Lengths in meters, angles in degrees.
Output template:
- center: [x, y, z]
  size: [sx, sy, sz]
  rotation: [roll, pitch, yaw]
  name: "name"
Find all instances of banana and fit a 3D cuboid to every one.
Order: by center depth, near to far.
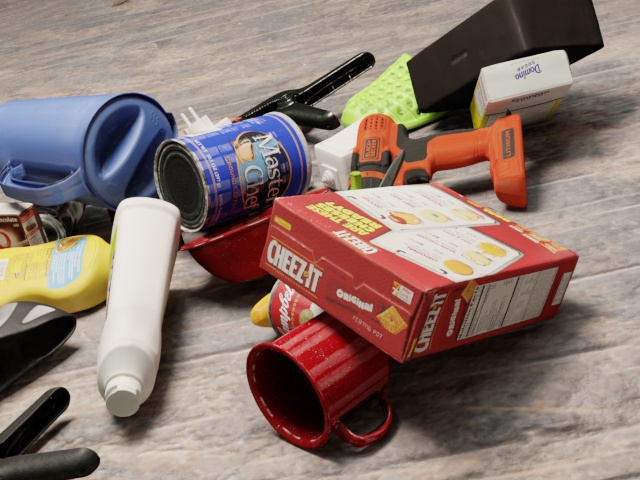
- center: [-0.004, 0.022, 1.025]
  size: [0.037, 0.069, 0.197]
  rotation: [1, 46, 41]
  name: "banana"

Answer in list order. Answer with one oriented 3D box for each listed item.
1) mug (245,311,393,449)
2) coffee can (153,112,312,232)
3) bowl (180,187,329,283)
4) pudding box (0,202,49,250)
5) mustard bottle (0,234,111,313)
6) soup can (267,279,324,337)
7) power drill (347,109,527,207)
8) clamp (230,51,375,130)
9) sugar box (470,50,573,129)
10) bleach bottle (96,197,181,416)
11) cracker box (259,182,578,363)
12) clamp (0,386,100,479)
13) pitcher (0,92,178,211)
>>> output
- center: [0.009, 0.112, 0.842]
  size: [0.081, 0.093, 0.117]
  rotation: [-30, 61, -36]
  name: "mug"
- center: [-0.095, -0.076, 1.162]
  size: [0.140, 0.103, 0.103]
  rotation: [-20, 25, -36]
  name: "coffee can"
- center: [-0.057, 0.001, 1.075]
  size: [0.162, 0.055, 0.162]
  rotation: [-22, 6, 2]
  name: "bowl"
- center: [-0.365, 0.003, 1.222]
  size: [0.114, 0.090, 0.039]
  rotation: [-1, 29, 24]
  name: "pudding box"
- center: [-0.278, 0.038, 1.142]
  size: [0.192, 0.058, 0.096]
  rotation: [-11, 39, 7]
  name: "mustard bottle"
- center: [0.012, 0.066, 0.936]
  size: [0.068, 0.068, 0.102]
  rotation: [-34, 33, -33]
  name: "soup can"
- center: [0.121, -0.068, 1.121]
  size: [0.188, 0.057, 0.184]
  rotation: [-3, 50, 12]
  name: "power drill"
- center: [-0.034, -0.169, 1.396]
  size: [0.210, 0.036, 0.164]
  rotation: [-18, 29, 28]
  name: "clamp"
- center: [0.222, -0.164, 1.198]
  size: [0.093, 0.048, 0.176]
  rotation: [-13, -9, 2]
  name: "sugar box"
- center: [-0.171, 0.064, 0.989]
  size: [0.068, 0.103, 0.251]
  rotation: [8, 30, -9]
  name: "bleach bottle"
- center: [0.083, 0.019, 0.880]
  size: [0.213, 0.072, 0.164]
  rotation: [-9, 32, -46]
  name: "cracker box"
- center: [-0.262, 0.190, 0.872]
  size: [0.171, 0.039, 0.120]
  rotation: [-33, 27, -20]
  name: "clamp"
- center: [-0.294, -0.101, 1.228]
  size: [0.243, 0.145, 0.149]
  rotation: [8, -7, 42]
  name: "pitcher"
